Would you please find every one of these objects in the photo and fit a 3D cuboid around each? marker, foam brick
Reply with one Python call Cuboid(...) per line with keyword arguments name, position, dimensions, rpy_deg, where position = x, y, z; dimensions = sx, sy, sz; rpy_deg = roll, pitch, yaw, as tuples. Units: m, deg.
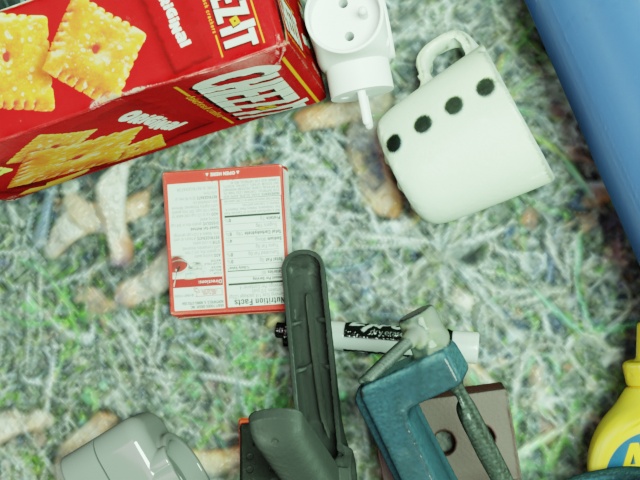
Cuboid(name="marker", position=(0.033, 0.058, 0.633), dimensions=(0.121, 0.020, 0.020), rpy_deg=(5, 88, 8))
Cuboid(name="foam brick", position=(0.071, 0.112, 0.610), dimensions=(0.078, 0.051, 0.053), rpy_deg=(-10, 86, 7))

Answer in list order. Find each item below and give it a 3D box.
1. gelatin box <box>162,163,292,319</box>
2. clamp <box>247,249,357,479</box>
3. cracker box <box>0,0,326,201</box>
Cuboid(name="gelatin box", position=(-0.054, 0.001, 0.642), dimensions=(0.073, 0.030, 0.089), rpy_deg=(-4, 87, 6))
Cuboid(name="clamp", position=(0.000, 0.119, 0.590), dimensions=(0.036, 0.164, 0.210), rpy_deg=(-6, 123, 9))
Cuboid(name="cracker box", position=(-0.113, -0.085, 0.586), dimensions=(0.214, 0.164, 0.072), rpy_deg=(-17, 87, 7))
